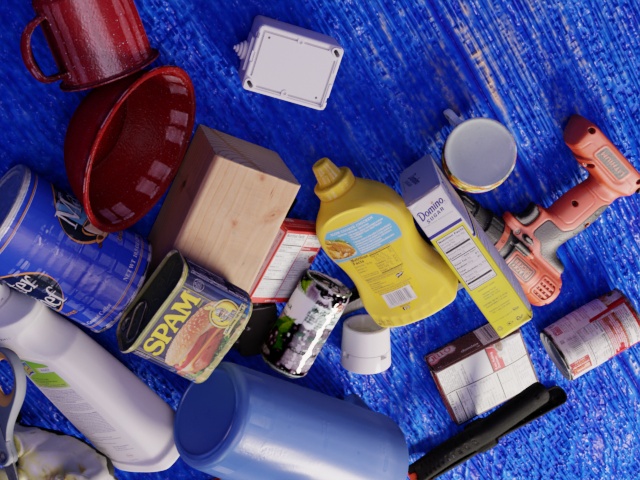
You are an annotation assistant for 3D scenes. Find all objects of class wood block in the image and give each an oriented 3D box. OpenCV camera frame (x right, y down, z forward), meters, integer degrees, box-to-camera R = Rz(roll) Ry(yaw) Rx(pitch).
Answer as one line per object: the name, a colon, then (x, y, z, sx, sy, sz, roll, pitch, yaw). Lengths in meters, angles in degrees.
wood block: (-0.112, 0.007, 1.033, 0.090, 0.091, 0.206, 19, 108, -25)

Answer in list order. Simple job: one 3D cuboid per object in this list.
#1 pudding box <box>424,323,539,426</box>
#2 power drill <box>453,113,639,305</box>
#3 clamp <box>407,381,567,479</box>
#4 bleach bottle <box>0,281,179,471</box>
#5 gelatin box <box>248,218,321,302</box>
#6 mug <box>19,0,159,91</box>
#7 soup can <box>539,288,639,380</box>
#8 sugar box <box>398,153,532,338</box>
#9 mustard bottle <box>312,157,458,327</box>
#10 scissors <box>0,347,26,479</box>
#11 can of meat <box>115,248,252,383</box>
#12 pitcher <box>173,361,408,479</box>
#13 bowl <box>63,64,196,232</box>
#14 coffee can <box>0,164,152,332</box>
pudding box: (0.186, 0.150, 1.228, 0.113, 0.039, 0.090, -26, 122, -2)
power drill: (0.236, -0.043, 1.143, 0.184, 0.057, 0.188, 39, 100, -25)
clamp: (0.188, 0.221, 1.227, 0.210, 0.036, 0.164, -32, 161, 6)
bleach bottle: (-0.240, 0.128, 1.049, 0.103, 0.068, 0.250, -10, 129, 40)
gelatin box: (-0.041, 0.020, 1.079, 0.073, 0.030, 0.089, 5, 118, -56)
mug: (-0.205, -0.178, 0.912, 0.117, 0.093, 0.081, -34, 118, -30)
soup can: (0.314, 0.109, 1.232, 0.102, 0.068, 0.068, -30, 120, -2)
sugar box: (0.144, 0.005, 1.066, 0.048, 0.093, 0.176, -35, 109, 13)
mustard bottle: (0.051, -0.003, 1.062, 0.096, 0.058, 0.191, -23, 116, 29)
scissors: (-0.288, 0.187, 1.006, 0.096, 0.016, 0.202, -36, 78, 29)
can of meat: (-0.123, 0.072, 0.976, 0.083, 0.057, 0.102, 31, 103, -30)
pitcher: (-0.031, 0.220, 1.100, 0.242, 0.149, 0.145, 29, 97, -40)
bowl: (-0.179, -0.091, 0.957, 0.055, 0.161, 0.162, 26, 110, 18)
coffee can: (-0.242, 0.009, 0.985, 0.140, 0.103, 0.103, 33, 101, -28)
